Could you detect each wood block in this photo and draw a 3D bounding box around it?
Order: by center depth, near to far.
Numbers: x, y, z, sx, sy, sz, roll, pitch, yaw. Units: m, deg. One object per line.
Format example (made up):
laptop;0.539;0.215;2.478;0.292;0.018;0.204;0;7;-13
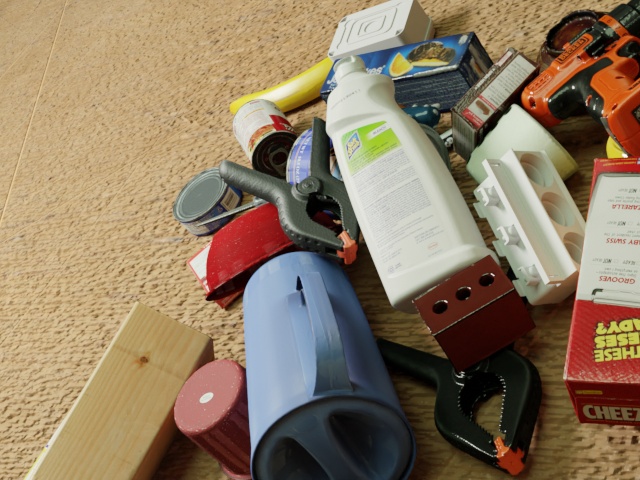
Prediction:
wood block;-0.192;0.179;1.054;0.091;0.090;0.206;25;65;7

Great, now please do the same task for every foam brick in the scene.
foam brick;0.126;0.060;0.876;0.078;0.051;0.053;-31;34;3

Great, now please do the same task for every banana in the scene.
banana;-0.039;-0.192;1.373;0.198;0.037;0.069;-22;23;24

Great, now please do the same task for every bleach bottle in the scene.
bleach bottle;0.071;-0.065;0.971;0.103;0.068;0.251;-29;64;20

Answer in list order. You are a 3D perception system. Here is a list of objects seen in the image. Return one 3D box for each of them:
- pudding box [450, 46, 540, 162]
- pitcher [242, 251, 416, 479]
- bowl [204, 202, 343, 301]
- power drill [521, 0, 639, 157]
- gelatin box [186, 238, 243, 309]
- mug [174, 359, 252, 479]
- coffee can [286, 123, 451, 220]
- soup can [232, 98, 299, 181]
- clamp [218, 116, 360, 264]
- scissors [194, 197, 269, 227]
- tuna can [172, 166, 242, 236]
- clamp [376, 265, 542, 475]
pudding box;0.170;-0.127;1.044;0.039;0.113;0.090;41;84;19
pitcher;-0.005;0.106;0.934;0.149;0.144;0.243;-46;28;18
bowl;-0.057;0.001;1.088;0.162;0.055;0.162;-28;-7;-4
power drill;0.276;-0.151;0.921;0.184;0.057;0.188;-42;20;7
gelatin box;-0.104;0.028;1.208;0.073;0.030;0.089;-41;35;-1
mug;-0.087;0.159;1.010;0.093;0.081;0.117;-41;36;2
coffee can;0.049;-0.068;1.100;0.141;0.102;0.102;6;57;46
soup can;-0.063;-0.122;1.292;0.068;0.068;0.102;-39;35;5
clamp;-0.006;-0.050;1.028;0.120;0.039;0.172;-38;61;-13
scissors;-0.060;-0.041;1.214;0.202;0.016;0.096;-25;19;10
tuna can;-0.139;-0.047;1.314;0.086;0.033;0.086;-25;39;22
clamp;0.138;0.104;0.893;0.164;0.036;0.210;-37;32;8
